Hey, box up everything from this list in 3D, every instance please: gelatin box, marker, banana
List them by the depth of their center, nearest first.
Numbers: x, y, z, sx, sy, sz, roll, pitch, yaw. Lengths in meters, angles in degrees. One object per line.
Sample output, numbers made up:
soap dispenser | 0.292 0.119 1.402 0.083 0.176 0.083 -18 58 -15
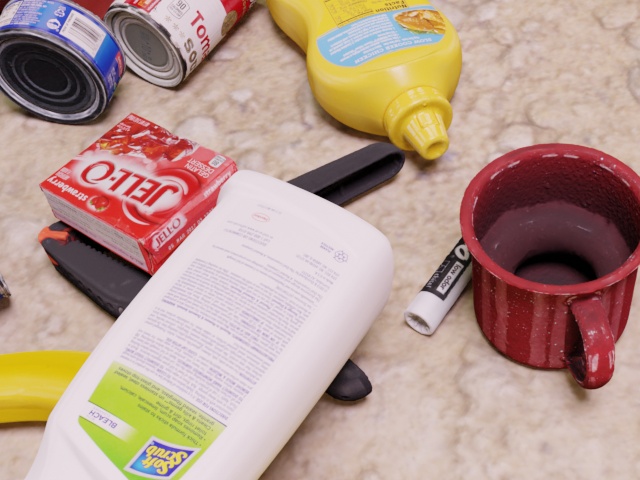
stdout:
banana | -0.166 0.084 0.548 0.198 0.037 0.069 -3 23 14
marker | 0.086 0.002 0.591 0.020 0.020 0.121 26 60 26
gelatin box | -0.099 -0.029 0.594 0.089 0.030 0.073 27 57 33

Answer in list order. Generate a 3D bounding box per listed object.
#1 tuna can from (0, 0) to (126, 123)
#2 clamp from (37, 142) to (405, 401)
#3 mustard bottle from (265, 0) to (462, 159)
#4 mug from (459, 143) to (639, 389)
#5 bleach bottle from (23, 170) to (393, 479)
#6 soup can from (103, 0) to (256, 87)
tuna can | -0.170 -0.114 0.683 0.086 0.086 0.033 8 56 15
clamp | -0.054 0.001 0.605 0.210 0.036 0.164 8 55 16
mustard bottle | 0.035 -0.121 0.671 0.096 0.058 0.192 -17 51 -10
mug | 0.120 0.021 0.532 0.093 0.081 0.117 -15 51 -2
bleach bottle | -0.067 0.072 0.458 0.103 0.068 0.250 24 48 21
soup can | -0.089 -0.161 0.717 0.069 0.068 0.102 23 60 25
